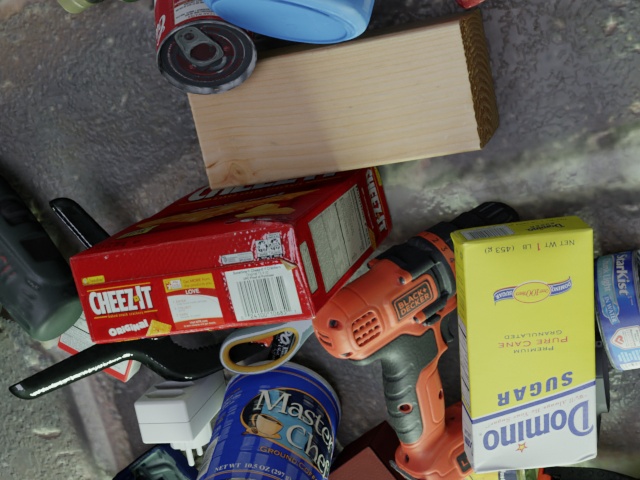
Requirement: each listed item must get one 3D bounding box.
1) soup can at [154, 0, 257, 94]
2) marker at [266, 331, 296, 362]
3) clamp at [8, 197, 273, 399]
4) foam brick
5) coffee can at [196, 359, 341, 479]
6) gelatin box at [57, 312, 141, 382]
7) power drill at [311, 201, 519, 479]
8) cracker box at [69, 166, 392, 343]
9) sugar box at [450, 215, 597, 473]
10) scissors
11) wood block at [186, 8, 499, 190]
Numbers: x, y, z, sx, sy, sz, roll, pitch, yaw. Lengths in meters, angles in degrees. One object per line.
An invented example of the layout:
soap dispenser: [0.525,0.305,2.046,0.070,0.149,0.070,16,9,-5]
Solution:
soup can: [-0.083,-0.163,0.750,0.068,0.102,0.068,-6,144,-4]
marker: [-0.025,0.068,0.897,0.020,0.020,0.121,22,113,10]
clamp: [-0.142,0.053,0.881,0.209,0.036,0.164,5,85,-15]
foam brick: [0.053,0.203,0.899,0.053,0.051,0.078,-39,93,26]
coffee can: [-0.043,0.180,0.861,0.103,0.140,0.103,5,124,7]
gelatin box: [-0.186,0.069,0.944,0.073,0.030,0.089,25,113,10]
power drill: [0.095,0.081,0.811,0.184,0.057,0.187,-30,115,-20]
cracker box: [-0.055,0.001,0.777,0.164,0.213,0.072,-8,103,20]
sugar box: [0.146,0.075,0.760,0.093,0.048,0.176,-7,103,-2]
scissors: [0.002,0.040,0.860,0.202,0.016,0.096,-28,93,7]
wood block: [0.018,-0.103,0.788,0.206,0.090,0.091,-8,105,21]
